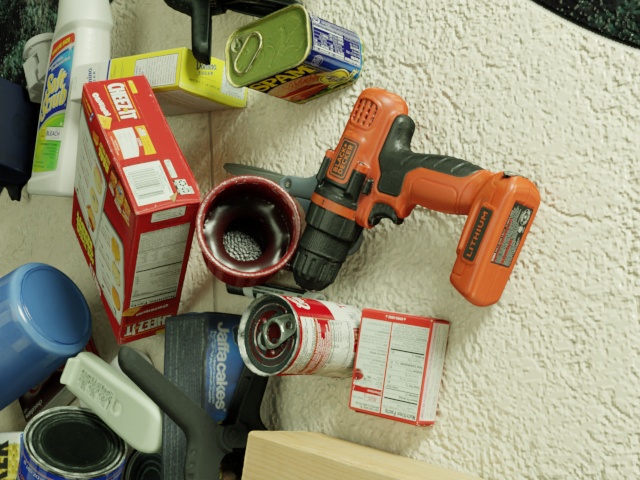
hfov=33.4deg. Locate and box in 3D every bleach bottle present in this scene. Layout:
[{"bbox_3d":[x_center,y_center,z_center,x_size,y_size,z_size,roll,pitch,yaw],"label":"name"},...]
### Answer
[{"bbox_3d":[-0.272,-0.173,1.184,0.103,0.067,0.251,6,92,52],"label":"bleach bottle"}]

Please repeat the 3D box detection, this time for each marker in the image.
[{"bbox_3d":[-0.045,0.050,0.999,0.121,0.020,0.020,9,89,42],"label":"marker"}]

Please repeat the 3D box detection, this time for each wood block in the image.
[{"bbox_3d":[0.038,0.217,0.852,0.207,0.090,0.091,6,87,42],"label":"wood block"}]

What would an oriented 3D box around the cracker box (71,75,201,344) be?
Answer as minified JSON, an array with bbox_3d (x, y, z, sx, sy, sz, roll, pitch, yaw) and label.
[{"bbox_3d":[-0.184,-0.027,1.043,0.164,0.072,0.214,62,152,30],"label":"cracker box"}]

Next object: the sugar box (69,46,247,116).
[{"bbox_3d":[-0.166,-0.159,1.091,0.177,0.093,0.048,4,84,41],"label":"sugar box"}]

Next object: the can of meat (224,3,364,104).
[{"bbox_3d":[-0.022,-0.166,0.972,0.102,0.083,0.057,-14,74,39],"label":"can of meat"}]

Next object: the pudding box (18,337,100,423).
[{"bbox_3d":[-0.299,0.137,1.194,0.114,0.039,0.090,-45,56,26],"label":"pudding box"}]

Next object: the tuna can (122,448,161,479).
[{"bbox_3d":[-0.157,0.240,1.056,0.086,0.033,0.086,-8,78,40],"label":"tuna can"}]

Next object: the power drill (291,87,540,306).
[{"bbox_3d":[0.071,-0.016,0.870,0.188,0.057,0.184,27,100,34],"label":"power drill"}]

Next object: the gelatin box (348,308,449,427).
[{"bbox_3d":[0.065,0.105,0.887,0.073,0.030,0.089,6,87,40],"label":"gelatin box"}]

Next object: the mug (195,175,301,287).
[{"bbox_3d":[-0.056,0.001,0.968,0.081,0.117,0.093,118,175,-75],"label":"mug"}]

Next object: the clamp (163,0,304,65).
[{"bbox_3d":[-0.111,-0.231,1.037,0.172,0.120,0.039,36,142,32],"label":"clamp"}]

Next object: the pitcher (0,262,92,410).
[{"bbox_3d":[-0.365,0.128,1.133,0.243,0.144,0.149,-32,54,26],"label":"pitcher"}]

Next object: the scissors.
[{"bbox_3d":[-0.023,-0.032,0.996,0.202,0.016,0.096,-2,82,41],"label":"scissors"}]

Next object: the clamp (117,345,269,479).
[{"bbox_3d":[-0.094,0.171,0.949,0.036,0.164,0.210,-12,84,58],"label":"clamp"}]

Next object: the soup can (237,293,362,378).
[{"bbox_3d":[-0.011,0.083,0.908,0.069,0.102,0.068,-8,78,40],"label":"soup can"}]

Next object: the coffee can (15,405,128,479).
[{"bbox_3d":[-0.257,0.253,1.073,0.103,0.102,0.140,42,126,37],"label":"coffee can"}]
